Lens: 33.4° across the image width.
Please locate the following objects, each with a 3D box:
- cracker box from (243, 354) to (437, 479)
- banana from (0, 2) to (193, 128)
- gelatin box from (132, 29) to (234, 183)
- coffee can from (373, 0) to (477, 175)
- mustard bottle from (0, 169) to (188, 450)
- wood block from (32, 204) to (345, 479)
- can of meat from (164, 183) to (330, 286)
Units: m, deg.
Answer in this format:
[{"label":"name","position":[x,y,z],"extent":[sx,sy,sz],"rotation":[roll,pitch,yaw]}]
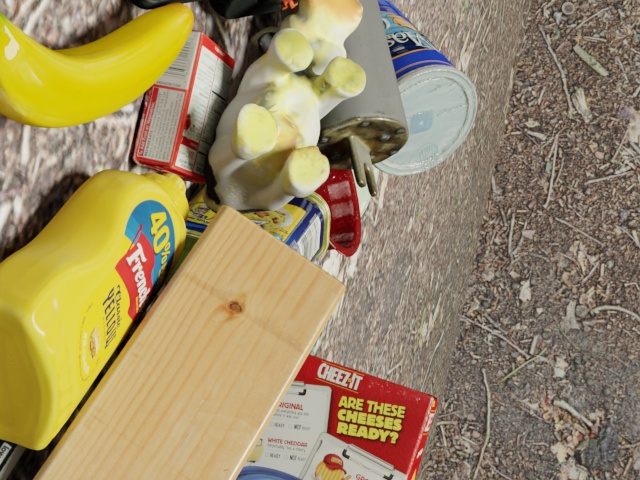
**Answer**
[{"label":"cracker box","position":[-0.006,0.214,0.940],"extent":[0.072,0.164,0.213],"rotation":[41,67,-76]},{"label":"banana","position":[-0.115,-0.089,0.526],"extent":[0.070,0.037,0.197],"rotation":[-58,171,16]},{"label":"gelatin box","position":[-0.087,-0.085,0.686],"extent":[0.073,0.030,0.089],"rotation":[17,85,-77]},{"label":"coffee can","position":[0.053,-0.136,0.899],"extent":[0.103,0.102,0.140],"rotation":[88,-23,-43]},{"label":"mustard bottle","position":[-0.120,0.016,0.578],"extent":[0.191,0.058,0.096],"rotation":[-60,159,-52]},{"label":"wood block","position":[-0.080,0.095,0.610],"extent":[0.206,0.091,0.090],"rotation":[-58,-176,-28]},{"label":"can of meat","position":[-0.055,0.001,0.737],"extent":[0.083,0.102,0.057],"rotation":[-54,153,-54]}]
